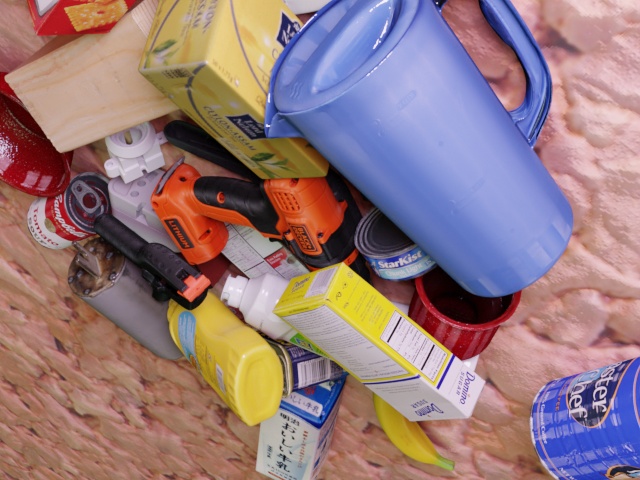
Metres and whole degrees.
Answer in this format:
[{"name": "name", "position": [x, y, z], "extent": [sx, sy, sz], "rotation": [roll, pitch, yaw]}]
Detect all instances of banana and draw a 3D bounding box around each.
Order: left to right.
[{"name": "banana", "position": [0.093, 0.187, 1.182], "extent": [0.070, 0.037, 0.197], "rotation": [-8, 132, 22]}]

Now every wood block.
[{"name": "wood block", "position": [-0.170, -0.153, 0.925], "extent": [0.207, 0.090, 0.090], "rotation": [-11, 120, 46]}]

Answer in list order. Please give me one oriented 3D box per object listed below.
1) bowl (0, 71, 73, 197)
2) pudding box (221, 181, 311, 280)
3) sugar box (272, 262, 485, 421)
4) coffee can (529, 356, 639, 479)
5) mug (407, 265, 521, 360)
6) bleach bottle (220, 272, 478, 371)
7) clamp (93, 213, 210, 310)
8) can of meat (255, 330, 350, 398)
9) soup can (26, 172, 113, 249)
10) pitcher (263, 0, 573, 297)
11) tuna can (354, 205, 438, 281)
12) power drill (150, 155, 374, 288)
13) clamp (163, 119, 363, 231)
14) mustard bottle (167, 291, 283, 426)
[{"name": "bowl", "position": [-0.315, -0.122, 1.118], "extent": [0.162, 0.055, 0.162], "rotation": [22, 144, 17]}, {"name": "pudding box", "position": [-0.057, 0.001, 1.073], "extent": [0.113, 0.039, 0.090], "rotation": [45, 144, -13]}, {"name": "sugar box", "position": [0.052, 0.093, 0.941], "extent": [0.176, 0.048, 0.094], "rotation": [38, 154, -19]}, {"name": "coffee can", "position": [0.269, 0.158, 0.939], "extent": [0.102, 0.102, 0.141], "rotation": [43, 145, -13]}, {"name": "mug", "position": [0.115, 0.048, 0.952], "extent": [0.117, 0.093, 0.081], "rotation": [42, 153, 18]}, {"name": "bleach bottle", "position": [0.025, 0.083, 1.040], "extent": [0.251, 0.068, 0.103], "rotation": [19, 150, 3]}, {"name": "clamp", "position": [-0.165, 0.023, 1.060], "extent": [0.120, 0.039, 0.172], "rotation": [44, 162, -22]}, {"name": "can of meat", "position": [-0.026, 0.121, 1.128], "extent": [0.102, 0.083, 0.057], "rotation": [14, 111, 56]}, {"name": "soup can", "position": [-0.275, -0.031, 1.185], "extent": [0.068, 0.068, 0.102], "rotation": [48, 144, -20]}, {"name": "pitcher", "position": [0.091, -0.073, 0.781], "extent": [0.149, 0.145, 0.242], "rotation": [-5, 139, 47]}, {"name": "tuna can", "position": [0.074, -0.006, 0.915], "extent": [0.086, 0.086, 0.033], "rotation": [-2, 134, 41]}, {"name": "power drill", "position": [-0.050, -0.008, 0.976], "extent": [0.188, 0.057, 0.184], "rotation": [5, 137, 33]}, {"name": "clamp", "position": [-0.044, -0.064, 0.982], "extent": [0.210, 0.036, 0.165], "rotation": [44, 150, -22]}, {"name": "mustard bottle", "position": [-0.110, 0.107, 1.120], "extent": [0.192, 0.058, 0.096], "rotation": [36, 140, 48]}]
